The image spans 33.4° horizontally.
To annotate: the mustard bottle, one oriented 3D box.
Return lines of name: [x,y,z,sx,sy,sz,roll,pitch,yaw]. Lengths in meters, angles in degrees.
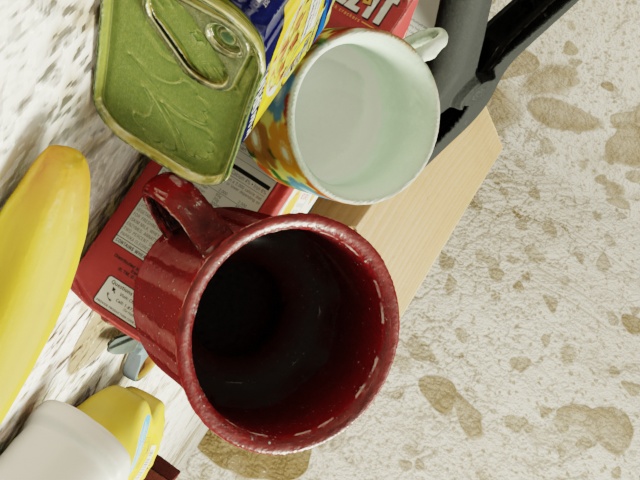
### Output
mustard bottle: [-0.155,0.150,0.755,0.096,0.058,0.191,-61,178,-9]

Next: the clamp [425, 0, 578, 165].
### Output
clamp: [0.078,-0.099,0.618,0.164,0.036,0.210,-18,154,-50]

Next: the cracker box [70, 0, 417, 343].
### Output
cracker box: [-0.038,-0.039,0.565,0.213,0.072,0.164,-57,177,-8]

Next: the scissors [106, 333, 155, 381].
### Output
scissors: [-0.120,0.057,0.769,0.096,0.016,0.202,-58,177,-17]

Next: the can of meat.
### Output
can of meat: [-0.031,-0.081,0.370,0.083,0.057,0.102,-58,178,-28]

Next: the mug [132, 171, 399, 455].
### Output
mug: [-0.034,0.021,0.431,0.093,0.117,0.082,-43,-156,-14]

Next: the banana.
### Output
banana: [-0.132,0.057,0.369,0.198,0.037,0.069,-57,177,-7]
